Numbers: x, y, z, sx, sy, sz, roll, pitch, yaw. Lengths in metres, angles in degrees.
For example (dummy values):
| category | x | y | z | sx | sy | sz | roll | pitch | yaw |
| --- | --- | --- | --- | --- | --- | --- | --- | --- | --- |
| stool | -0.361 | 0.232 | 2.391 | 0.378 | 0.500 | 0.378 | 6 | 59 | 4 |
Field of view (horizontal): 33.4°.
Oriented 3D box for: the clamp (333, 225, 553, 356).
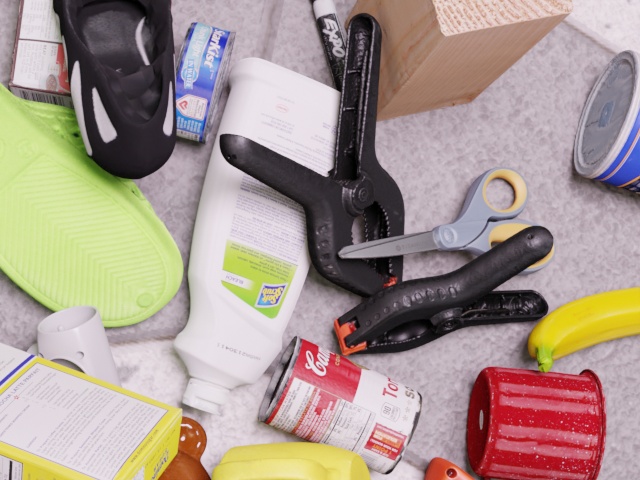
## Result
| category | x | y | z | sx | sy | sz | roll | pitch | yaw |
| --- | --- | --- | --- | --- | --- | --- | --- | --- | --- |
| clamp | 0.095 | 0.041 | 0.782 | 0.171 | 0.120 | 0.039 | -15 | 53 | -9 |

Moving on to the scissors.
| category | x | y | z | sx | sy | sz | roll | pitch | yaw |
| --- | --- | --- | --- | --- | --- | --- | --- | --- | --- |
| scissors | 0.097 | -0.019 | 0.803 | 0.201 | 0.016 | 0.096 | 9 | 67 | -30 |

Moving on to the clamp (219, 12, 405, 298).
| category | x | y | z | sx | sy | sz | roll | pitch | yaw |
| --- | --- | --- | --- | --- | --- | --- | --- | --- | --- |
| clamp | 0.009 | -0.033 | 0.755 | 0.164 | 0.036 | 0.210 | -39 | 126 | -36 |

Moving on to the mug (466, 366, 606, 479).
| category | x | y | z | sx | sy | sz | roll | pitch | yaw |
| --- | --- | --- | --- | --- | --- | --- | --- | --- | --- |
| mug | 0.154 | 0.147 | 0.793 | 0.081 | 0.093 | 0.117 | 7 | 117 | -4 |

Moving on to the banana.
| category | x | y | z | sx | sy | sz | roll | pitch | yaw |
| --- | --- | --- | --- | --- | --- | --- | --- | --- | --- |
| banana | 0.234 | 0.065 | 0.823 | 0.197 | 0.070 | 0.037 | -13 | 123 | -20 |

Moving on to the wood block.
| category | x | y | z | sx | sy | sz | roll | pitch | yaw |
| --- | --- | --- | --- | --- | --- | --- | --- | --- | --- |
| wood block | 0.088 | -0.160 | 0.758 | 0.090 | 0.206 | 0.090 | -14 | 84 | -11 |

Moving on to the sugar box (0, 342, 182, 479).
| category | x | y | z | sx | sy | sz | roll | pitch | yaw |
| --- | --- | --- | --- | --- | --- | --- | --- | --- | --- |
| sugar box | -0.189 | 0.120 | 0.691 | 0.176 | 0.093 | 0.048 | 16 | 120 | 15 |

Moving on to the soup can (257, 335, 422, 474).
| category | x | y | z | sx | sy | sz | roll | pitch | yaw |
| --- | --- | --- | --- | --- | --- | --- | --- | --- | --- |
| soup can | 0.014 | 0.121 | 0.776 | 0.102 | 0.068 | 0.068 | 25 | 79 | -5 |

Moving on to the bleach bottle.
| category | x | y | z | sx | sy | sz | roll | pitch | yaw |
| --- | --- | --- | --- | --- | --- | --- | --- | --- | --- |
| bleach bottle | -0.055 | 0.001 | 0.784 | 0.102 | 0.068 | 0.251 | 21 | 81 | -16 |

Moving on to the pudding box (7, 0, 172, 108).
| category | x | y | z | sx | sy | sz | roll | pitch | yaw |
| --- | --- | --- | --- | --- | --- | --- | --- | --- | --- |
| pudding box | -0.171 | -0.145 | 0.801 | 0.113 | 0.039 | 0.090 | 7 | 80 | -10 |

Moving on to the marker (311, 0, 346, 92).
| category | x | y | z | sx | sy | sz | roll | pitch | yaw |
| --- | --- | --- | --- | --- | --- | --- | --- | --- | --- |
| marker | 0.010 | -0.158 | 0.841 | 0.020 | 0.020 | 0.121 | -15 | 85 | -11 |

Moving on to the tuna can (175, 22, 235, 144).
| category | x | y | z | sx | sy | sz | roll | pitch | yaw |
| --- | --- | --- | --- | --- | --- | --- | --- | --- | --- |
| tuna can | -0.089 | -0.116 | 0.785 | 0.033 | 0.086 | 0.086 | 15 | 80 | -5 |
